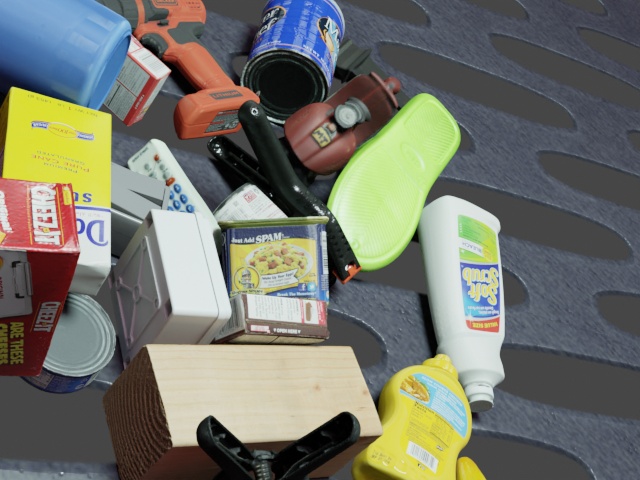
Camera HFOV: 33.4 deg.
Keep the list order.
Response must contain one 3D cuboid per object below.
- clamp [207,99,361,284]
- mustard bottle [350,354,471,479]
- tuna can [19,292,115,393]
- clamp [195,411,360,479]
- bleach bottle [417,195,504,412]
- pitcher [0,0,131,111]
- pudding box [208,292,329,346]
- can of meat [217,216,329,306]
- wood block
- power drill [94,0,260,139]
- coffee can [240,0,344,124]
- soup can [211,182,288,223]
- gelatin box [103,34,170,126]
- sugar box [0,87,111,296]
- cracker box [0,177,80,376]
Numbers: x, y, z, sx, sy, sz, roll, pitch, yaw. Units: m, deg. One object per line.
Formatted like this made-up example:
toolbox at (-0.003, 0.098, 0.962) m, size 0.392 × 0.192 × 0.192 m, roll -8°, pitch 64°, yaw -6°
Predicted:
clamp at (-0.032, -0.047, 1.068) m, size 0.036 × 0.165 × 0.210 m, roll -41°, pitch 89°, yaw -17°
mustard bottle at (0.097, 0.176, 1.024) m, size 0.096 × 0.058 × 0.191 m, roll 35°, pitch 40°, yaw -5°
tuna can at (-0.214, 0.082, 0.874) m, size 0.086 × 0.034 × 0.086 m, roll 22°, pitch 43°, yaw -22°
clamp at (-0.052, 0.178, 0.820) m, size 0.120 × 0.172 × 0.039 m, roll 11°, pitch 46°, yaw -17°
bleach bottle at (0.164, 0.074, 1.174) m, size 0.102 × 0.068 × 0.251 m, roll 24°, pitch 45°, yaw -32°
pitcher at (-0.294, -0.214, 0.962) m, size 0.242 × 0.149 × 0.145 m, roll 27°, pitch 44°, yaw -5°
pudding box at (-0.060, 0.079, 0.940) m, size 0.089 × 0.114 × 0.039 m, roll 7°, pitch 71°, yaw -36°
can of meat at (-0.042, 0.022, 0.985) m, size 0.102 × 0.057 × 0.084 m, roll -3°, pitch 88°, yaw 4°
wood block at (-0.063, 0.146, 0.893) m, size 0.205 × 0.091 × 0.090 m, roll 4°, pitch 52°, yaw -37°
power drill at (-0.165, -0.197, 1.153) m, size 0.184 × 0.057 × 0.188 m, roll -16°, pitch 65°, yaw -46°
coffee can at (-0.031, -0.218, 1.249) m, size 0.102 × 0.103 × 0.140 m, roll 29°, pitch 41°, yaw -15°
soup can at (-0.057, 0.001, 1.051) m, size 0.102 × 0.069 × 0.068 m, roll 46°, pitch 39°, yaw 5°
gelatin box at (-0.205, -0.173, 1.085) m, size 0.089 × 0.073 × 0.030 m, roll 42°, pitch 38°, yaw 2°
sugar box at (-0.222, -0.043, 0.881) m, size 0.093 × 0.048 × 0.176 m, roll 13°, pitch 44°, yaw -26°
cracker box at (-0.289, 0.024, 0.736) m, size 0.213 × 0.164 × 0.072 m, roll 4°, pitch 52°, yaw -24°
